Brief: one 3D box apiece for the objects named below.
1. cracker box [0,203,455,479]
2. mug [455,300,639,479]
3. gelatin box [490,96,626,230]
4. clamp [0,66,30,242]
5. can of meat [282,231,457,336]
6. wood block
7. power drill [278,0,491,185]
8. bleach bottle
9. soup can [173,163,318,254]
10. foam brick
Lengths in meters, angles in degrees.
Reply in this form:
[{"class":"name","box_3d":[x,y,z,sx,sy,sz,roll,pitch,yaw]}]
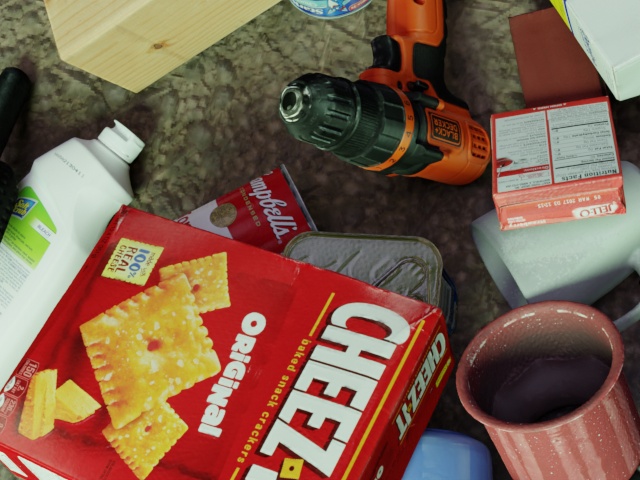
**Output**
[{"class":"cracker box","box_3d":[-0.057,0.085,0.589,0.214,0.072,0.164,17,62,25]},{"class":"mug","box_3d":[0.128,0.090,0.610,0.093,0.081,0.117,-37,36,-10]},{"class":"gelatin box","box_3d":[0.140,-0.046,0.636,0.073,0.030,0.089,-8,38,15]},{"class":"clamp","box_3d":[-0.260,-0.043,0.781,0.164,0.036,0.210,-44,38,-1]},{"class":"can of meat","box_3d":[0.034,0.034,0.683,0.102,0.084,0.057,3,75,18]},{"class":"wood block","box_3d":[-0.091,-0.201,0.758,0.206,0.090,0.090,-28,68,23]},{"class":"power drill","box_3d":[0.038,-0.133,0.674,0.057,0.184,0.187,-10,77,38]},{"class":"bleach bottle","box_3d":[-0.212,0.022,0.774,0.103,0.068,0.251,37,86,22]},{"class":"soup can","box_3d":[-0.055,0.001,0.721,0.102,0.068,0.068,-27,69,0]},{"class":"foam brick","box_3d":[0.158,-0.108,0.702,0.051,0.053,0.078,-12,71,13]}]
